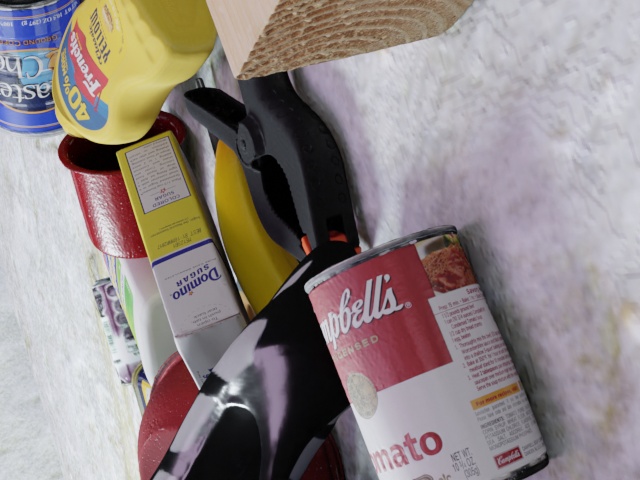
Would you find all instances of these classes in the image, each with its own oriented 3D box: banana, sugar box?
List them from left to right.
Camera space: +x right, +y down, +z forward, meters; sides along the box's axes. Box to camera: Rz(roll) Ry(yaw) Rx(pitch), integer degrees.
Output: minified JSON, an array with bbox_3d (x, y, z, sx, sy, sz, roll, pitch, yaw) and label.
[{"bbox_3d":[-0.078,0.021,0.660,0.176,0.048,0.093,-113,3,-46],"label":"sugar box"},{"bbox_3d":[-0.018,0.017,0.609,0.198,0.037,0.070,50,120,41],"label":"banana"}]

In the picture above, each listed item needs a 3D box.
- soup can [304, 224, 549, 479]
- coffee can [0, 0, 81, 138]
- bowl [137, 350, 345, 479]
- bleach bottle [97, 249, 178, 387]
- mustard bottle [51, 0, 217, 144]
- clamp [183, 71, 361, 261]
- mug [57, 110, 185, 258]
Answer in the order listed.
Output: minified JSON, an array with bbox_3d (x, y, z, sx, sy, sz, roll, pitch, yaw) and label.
[{"bbox_3d":[0.043,0.054,0.433,0.102,0.068,0.069,69,159,10],"label":"soup can"},{"bbox_3d":[-0.268,-0.180,0.986,0.103,0.102,0.140,55,152,40],"label":"coffee can"},{"bbox_3d":[-0.065,0.149,0.688,0.162,0.055,0.162,14,117,29],"label":"bowl"},{"bbox_3d":[-0.152,0.020,0.907,0.251,0.068,0.102,-133,33,-54],"label":"bleach bottle"},{"bbox_3d":[-0.132,-0.118,0.697,0.192,0.058,0.096,-37,69,53],"label":"mustard bottle"},{"bbox_3d":[-0.025,-0.064,0.558,0.172,0.039,0.120,55,153,31],"label":"clamp"},{"bbox_3d":[-0.139,-0.047,0.800,0.117,0.093,0.081,-94,-3,-54],"label":"mug"}]
